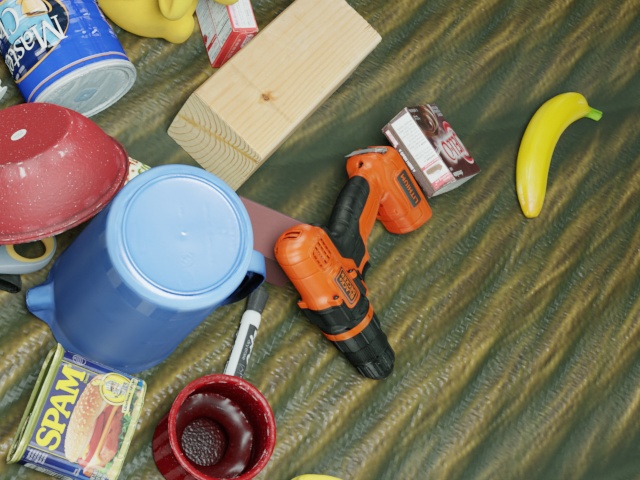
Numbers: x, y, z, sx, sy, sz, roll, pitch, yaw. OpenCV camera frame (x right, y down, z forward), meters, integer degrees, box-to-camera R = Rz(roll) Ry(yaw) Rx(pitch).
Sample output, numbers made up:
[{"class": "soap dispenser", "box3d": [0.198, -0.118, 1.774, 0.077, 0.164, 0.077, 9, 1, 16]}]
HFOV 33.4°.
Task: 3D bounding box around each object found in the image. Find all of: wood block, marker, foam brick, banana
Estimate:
[{"class": "wood block", "box3d": [-0.043, -0.156, 1.061, 0.091, 0.090, 0.205, 44, 58, -3]}, {"class": "marker", "box3d": [-0.071, 0.096, 0.984, 0.020, 0.020, 0.121, 24, 61, -14]}, {"class": "foam brick", "box3d": [-0.057, 0.001, 1.011, 0.078, 0.053, 0.051, 23, 61, -15]}, {"class": "banana", "box3d": [0.262, -0.111, 1.209, 0.069, 0.037, 0.197, 41, 59, -3]}]

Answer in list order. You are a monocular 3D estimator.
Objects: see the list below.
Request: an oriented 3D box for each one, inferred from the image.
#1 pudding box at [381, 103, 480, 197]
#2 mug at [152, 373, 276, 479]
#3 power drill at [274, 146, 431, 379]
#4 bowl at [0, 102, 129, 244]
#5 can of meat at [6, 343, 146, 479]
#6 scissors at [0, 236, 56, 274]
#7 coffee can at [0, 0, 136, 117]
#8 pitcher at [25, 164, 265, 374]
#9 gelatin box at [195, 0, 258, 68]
[{"class": "pudding box", "box3d": [0.116, -0.094, 1.106, 0.090, 0.039, 0.113, 55, 25, 5]}, {"class": "mug", "box3d": [-0.089, 0.179, 0.905, 0.093, 0.082, 0.117, -26, 81, -30]}, {"class": "power drill", "box3d": [0.045, 0.015, 1.025, 0.184, 0.057, 0.187, 58, 43, -31]}, {"class": "bowl", "box3d": [-0.244, -0.068, 0.890, 0.162, 0.055, 0.162, -6, 40, 5]}, {"class": "can of meat", "box3d": [-0.199, 0.149, 0.882, 0.083, 0.058, 0.102, 25, 64, -17]}, {"class": "scissors", "box3d": [-0.275, 0.033, 0.873, 0.096, 0.016, 0.201, 25, 39, -21]}, {"class": "coffee can", "box3d": [-0.245, -0.190, 0.976, 0.102, 0.103, 0.140, -24, 80, -30]}, {"class": "pitcher", "box3d": [-0.129, 0.025, 0.857, 0.145, 0.243, 0.149, 44, 64, -6]}, {"class": "gelatin box", "box3d": [-0.097, -0.230, 1.077, 0.030, 0.073, 0.089, -9, 73, -27]}]
